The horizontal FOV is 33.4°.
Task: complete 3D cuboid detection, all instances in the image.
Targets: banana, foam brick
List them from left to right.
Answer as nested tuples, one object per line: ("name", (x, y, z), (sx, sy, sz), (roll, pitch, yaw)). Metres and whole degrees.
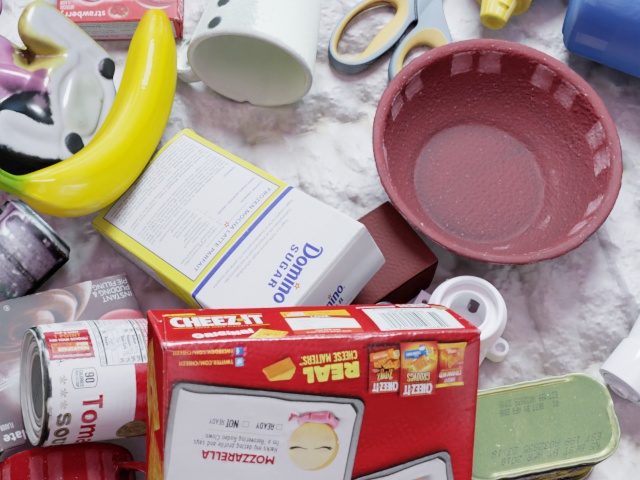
("banana", (-0.131, -0.074, 0.679), (0.037, 0.069, 0.197), (-3, 38, 30))
("foam brick", (0.028, 0.022, 0.681), (0.078, 0.051, 0.053), (-34, 72, -10))

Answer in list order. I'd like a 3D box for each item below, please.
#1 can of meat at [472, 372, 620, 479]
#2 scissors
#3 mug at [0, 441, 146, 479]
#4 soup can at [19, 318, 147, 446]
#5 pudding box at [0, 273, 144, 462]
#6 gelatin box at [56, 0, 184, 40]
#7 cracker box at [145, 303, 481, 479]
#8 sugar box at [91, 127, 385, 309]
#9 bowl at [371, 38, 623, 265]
("can of meat", (0.118, 0.116, 0.628), (0.102, 0.084, 0.057), (-11, 71, -2))
("scissors", (0.095, -0.176, 0.766), (0.201, 0.016, 0.096), (-39, 76, -11))
("mug", (-0.135, 0.162, 0.613), (0.117, 0.093, 0.081), (-21, 64, 23))
("soup can", (-0.114, 0.079, 0.608), (0.102, 0.069, 0.068), (-1, 69, -26))
("pudding box", (-0.158, 0.077, 0.654), (0.113, 0.039, 0.090), (-14, 69, -28))
("gelatin box", (-0.142, -0.183, 0.768), (0.089, 0.030, 0.073), (-1, 71, 2))
("cracker box", (-0.008, 0.142, 0.565), (0.164, 0.072, 0.214), (-1, 103, -15))
("sugar box", (-0.054, 0.001, 0.658), (0.176, 0.048, 0.093), (32, 74, 38))
("bowl", (0.109, -0.049, 0.695), (0.162, 0.055, 0.162), (2, 66, -5))
